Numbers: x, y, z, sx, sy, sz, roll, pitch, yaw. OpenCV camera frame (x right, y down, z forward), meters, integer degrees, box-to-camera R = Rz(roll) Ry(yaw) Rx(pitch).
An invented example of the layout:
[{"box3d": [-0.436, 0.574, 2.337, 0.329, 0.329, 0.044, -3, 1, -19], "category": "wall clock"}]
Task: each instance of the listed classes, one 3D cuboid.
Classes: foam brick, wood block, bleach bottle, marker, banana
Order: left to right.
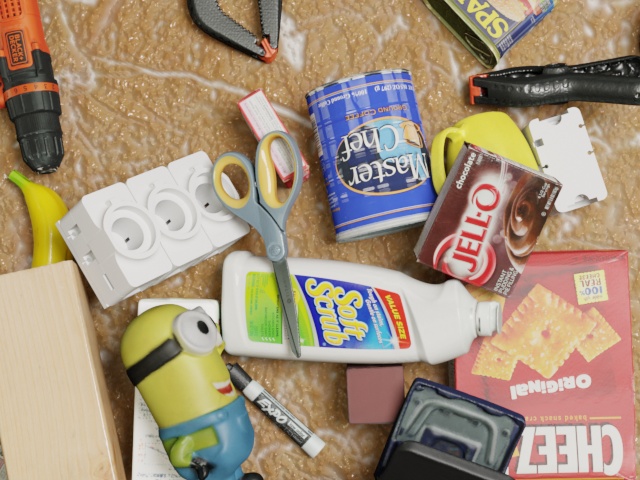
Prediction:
[{"box3d": [-0.272, 0.032, 1.026, 0.070, 0.037, 0.198, 3, 85, 22], "category": "banana"}, {"box3d": [-0.236, 0.132, 0.938, 0.090, 0.090, 0.206, -13, 80, -8], "category": "wood block"}, {"box3d": [-0.046, 0.161, 1.021, 0.121, 0.020, 0.020, 42, 88, 3], "category": "marker"}, {"box3d": [0.037, 0.060, 0.967, 0.251, 0.068, 0.102, 0, 88, 18], "category": "bleach bottle"}, {"box3d": [0.050, 0.140, 0.991, 0.053, 0.078, 0.051, -2, 88, 1], "category": "foam brick"}]

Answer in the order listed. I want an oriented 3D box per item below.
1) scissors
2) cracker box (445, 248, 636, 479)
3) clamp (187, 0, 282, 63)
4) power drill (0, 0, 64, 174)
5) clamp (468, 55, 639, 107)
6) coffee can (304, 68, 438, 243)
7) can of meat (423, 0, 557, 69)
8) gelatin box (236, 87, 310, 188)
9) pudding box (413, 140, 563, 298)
[{"box3d": [-0.056, 0.001, 0.960, 0.096, 0.016, 0.202, 3, 89, 22], "category": "scissors"}, {"box3d": [0.202, 0.117, 0.992, 0.164, 0.072, 0.214, -2, 87, 2], "category": "cracker box"}, {"box3d": [-0.109, -0.262, 1.035, 0.164, 0.036, 0.210, -23, 87, -1], "category": "clamp"}, {"box3d": [-0.346, -0.139, 1.025, 0.187, 0.057, 0.184, -12, 83, -2], "category": "power drill"}, {"box3d": [0.229, -0.150, 1.006, 0.172, 0.120, 0.039, 4, 107, 19], "category": "clamp"}, {"box3d": [0.050, -0.077, 0.990, 0.103, 0.103, 0.140, -13, 87, 0], "category": "coffee can"}, {"box3d": [0.162, -0.230, 1.019, 0.084, 0.057, 0.102, -43, 87, -3], "category": "can of meat"}, {"box3d": [-0.042, -0.094, 1.007, 0.030, 0.073, 0.089, -32, 87, -1], "category": "gelatin box"}, {"box3d": [0.143, -0.018, 0.925, 0.090, 0.039, 0.113, 21, 101, -8], "category": "pudding box"}]
